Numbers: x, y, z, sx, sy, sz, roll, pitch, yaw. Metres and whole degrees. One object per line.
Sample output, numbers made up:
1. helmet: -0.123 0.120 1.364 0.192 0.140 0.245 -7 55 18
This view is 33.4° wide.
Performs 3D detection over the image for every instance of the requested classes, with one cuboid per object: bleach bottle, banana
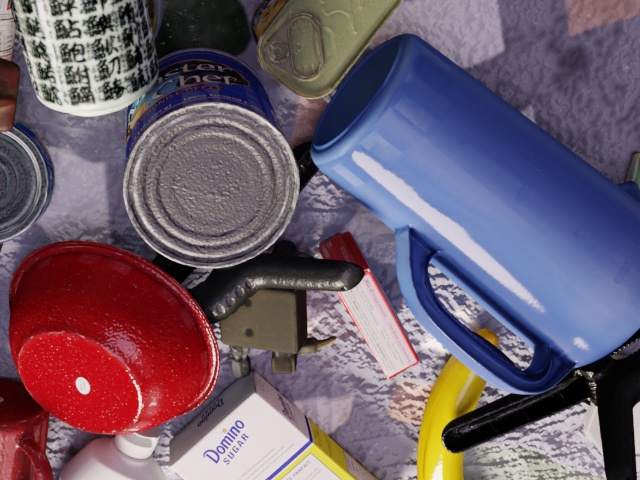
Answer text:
1. bleach bottle: -0.179 0.251 0.833 0.102 0.068 0.251 22 105 -17
2. banana: 0.109 0.163 0.859 0.069 0.037 0.198 -15 117 -24

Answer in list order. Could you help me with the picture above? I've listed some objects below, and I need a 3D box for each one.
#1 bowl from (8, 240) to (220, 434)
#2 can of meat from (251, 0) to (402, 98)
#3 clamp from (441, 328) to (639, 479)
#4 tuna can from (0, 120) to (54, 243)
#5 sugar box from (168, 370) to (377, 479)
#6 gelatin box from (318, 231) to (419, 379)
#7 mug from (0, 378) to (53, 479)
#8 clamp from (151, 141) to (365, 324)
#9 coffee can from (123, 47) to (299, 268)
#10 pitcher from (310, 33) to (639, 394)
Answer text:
1. bowl: -0.153 0.081 0.731 0.162 0.055 0.162 10 128 13
2. can of meat: 0.001 -0.150 0.681 0.057 0.084 0.102 34 103 -21
3. clamp: 0.211 0.109 0.790 0.209 0.165 0.036 -36 116 -24
4. tuna can: -0.221 -0.040 0.708 0.086 0.034 0.086 -1 99 -9
5. sugar box: -0.026 0.190 0.842 0.093 0.048 0.176 -41 109 9
6. gelatin box: 0.034 0.046 0.774 0.030 0.073 0.089 -29 114 3
7. mug: -0.230 0.154 0.759 0.093 0.117 0.081 -9 115 -49
8. clamp: -0.055 0.001 0.744 0.172 0.120 0.039 -17 142 16
9. coffee can: -0.073 -0.057 0.677 0.102 0.140 0.103 -3 113 -8
10. pitcher: 0.110 -0.020 0.727 0.242 0.149 0.145 36 116 -17
